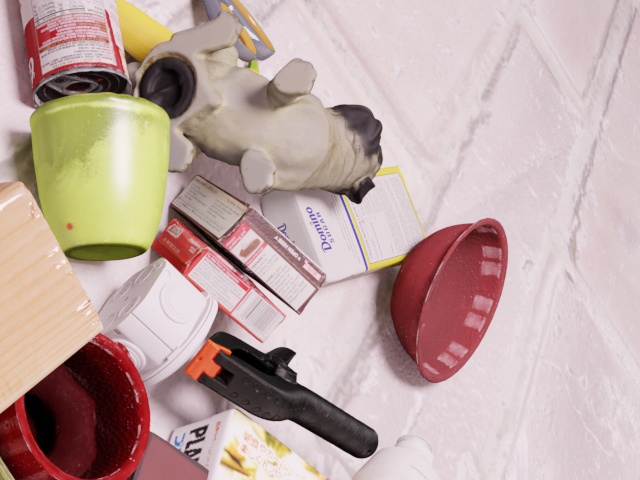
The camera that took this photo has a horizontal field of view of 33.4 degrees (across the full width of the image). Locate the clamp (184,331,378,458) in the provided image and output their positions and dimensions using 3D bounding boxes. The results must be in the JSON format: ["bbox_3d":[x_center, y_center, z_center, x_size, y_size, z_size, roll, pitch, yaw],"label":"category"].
[{"bbox_3d":[-0.027,0.108,0.755,0.120,0.039,0.171,33,5,28],"label":"clamp"}]

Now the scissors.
[{"bbox_3d":[-0.108,-0.227,0.915,0.201,0.016,0.096,47,20,-24],"label":"scissors"}]

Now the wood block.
[{"bbox_3d":[-0.216,0.063,0.494,0.205,0.090,0.091,-41,117,-38],"label":"wood block"}]

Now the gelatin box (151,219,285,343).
[{"bbox_3d":[-0.074,0.028,0.780,0.030,0.073,0.089,-49,120,-4],"label":"gelatin box"}]

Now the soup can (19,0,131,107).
[{"bbox_3d":[-0.175,-0.149,0.753,0.068,0.069,0.102,8,64,-51],"label":"soup can"}]

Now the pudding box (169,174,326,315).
[{"bbox_3d":[-0.055,0.001,0.795,0.090,0.114,0.039,43,82,-29],"label":"pudding box"}]

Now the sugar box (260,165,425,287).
[{"bbox_3d":[0.025,-0.012,0.961,0.175,0.048,0.093,-12,80,-51],"label":"sugar box"}]

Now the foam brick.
[{"bbox_3d":[-0.116,0.156,0.643,0.053,0.078,0.051,41,42,-28],"label":"foam brick"}]

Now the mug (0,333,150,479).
[{"bbox_3d":[-0.155,0.099,0.621,0.093,0.082,0.117,55,36,-16],"label":"mug"}]

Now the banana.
[{"bbox_3d":[-0.109,-0.147,0.873,0.197,0.037,0.070,19,26,-51],"label":"banana"}]

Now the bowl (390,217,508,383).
[{"bbox_3d":[0.112,0.048,0.994,0.161,0.055,0.162,-35,136,-42],"label":"bowl"}]
